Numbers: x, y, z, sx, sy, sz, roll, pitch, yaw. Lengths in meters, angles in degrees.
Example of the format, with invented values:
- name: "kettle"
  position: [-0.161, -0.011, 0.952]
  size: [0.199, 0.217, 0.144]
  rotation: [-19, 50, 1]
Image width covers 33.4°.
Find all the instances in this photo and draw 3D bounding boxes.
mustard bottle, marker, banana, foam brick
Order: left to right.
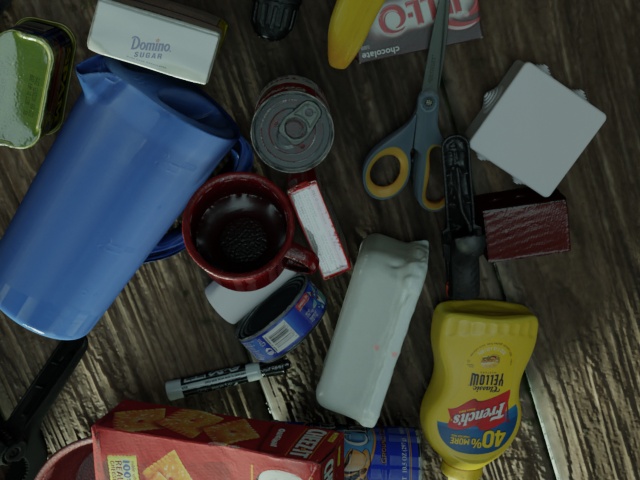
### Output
- name: "marker"
  position: [-0.088, 0.131, 1.023]
  size: [0.121, 0.020, 0.020]
  rotation: [-13, 107, 2]
- name: "banana"
  position: [0.071, -0.224, 0.866]
  size: [0.198, 0.037, 0.069]
  rotation: [-37, 91, 8]
- name: "mustard bottle"
  position: [0.144, 0.153, 1.015]
  size: [0.096, 0.058, 0.192]
  rotation: [2, 108, -14]
- name: "foam brick"
  position: [0.182, -0.016, 0.968]
  size: [0.078, 0.053, 0.051]
  rotation: [-8, 107, 0]

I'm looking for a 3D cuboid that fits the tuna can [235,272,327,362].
- name: "tuna can"
  position: [-0.035, 0.071, 0.971]
  size: [0.086, 0.086, 0.033]
  rotation: [-39, 105, 10]

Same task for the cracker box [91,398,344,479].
- name: "cracker box"
  position: [-0.090, 0.238, 0.935]
  size: [0.214, 0.072, 0.164]
  rotation: [6, 107, 20]

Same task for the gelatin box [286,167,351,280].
- name: "gelatin box"
  position: [-0.003, -0.019, 0.951]
  size: [0.030, 0.073, 0.089]
  rotation: [-22, 106, 5]

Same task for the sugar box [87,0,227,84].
- name: "sugar box"
  position: [-0.126, -0.164, 0.850]
  size: [0.093, 0.176, 0.048]
  rotation: [16, 106, -7]

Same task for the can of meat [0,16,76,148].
- name: "can of meat"
  position: [-0.249, -0.133, 0.905]
  size: [0.057, 0.084, 0.102]
  rotation: [13, 106, -5]

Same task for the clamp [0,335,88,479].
- name: "clamp"
  position: [-0.288, 0.181, 1.001]
  size: [0.164, 0.036, 0.210]
  rotation: [-24, 135, -39]

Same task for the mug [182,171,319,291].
- name: "mug"
  position: [-0.056, 0.001, 0.913]
  size: [0.117, 0.081, 0.093]
  rotation: [19, 76, 5]

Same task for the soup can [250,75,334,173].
- name: "soup can"
  position: [-0.024, -0.102, 0.911]
  size: [0.068, 0.102, 0.068]
  rotation: [0, 107, -2]

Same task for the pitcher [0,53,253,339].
- name: "pitcher"
  position: [-0.178, -0.032, 0.923]
  size: [0.149, 0.145, 0.243]
  rotation: [37, 107, 2]

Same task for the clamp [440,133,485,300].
- name: "clamp"
  position: [0.125, 0.006, 0.933]
  size: [0.039, 0.120, 0.171]
  rotation: [-3, 136, 9]

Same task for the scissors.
- name: "scissors"
  position: [0.076, -0.113, 0.934]
  size: [0.096, 0.016, 0.202]
  rotation: [-9, 120, 4]

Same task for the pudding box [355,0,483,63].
- name: "pudding box"
  position: [0.077, -0.208, 0.914]
  size: [0.113, 0.039, 0.090]
  rotation: [-11, 107, 2]

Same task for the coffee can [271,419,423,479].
- name: "coffee can"
  position: [0.020, 0.224, 1.010]
  size: [0.140, 0.103, 0.103]
  rotation: [3, 107, -3]
